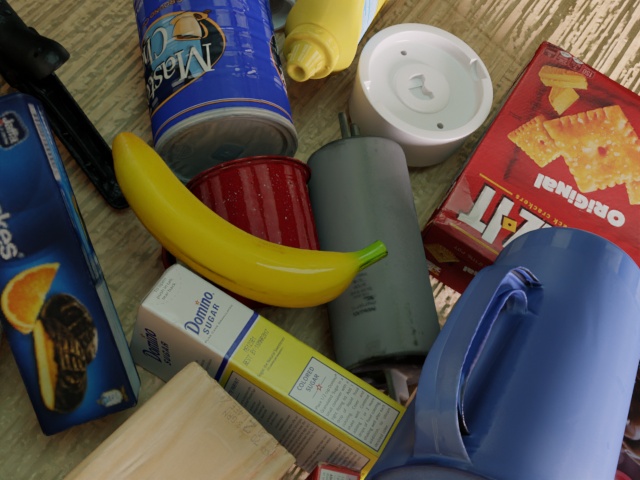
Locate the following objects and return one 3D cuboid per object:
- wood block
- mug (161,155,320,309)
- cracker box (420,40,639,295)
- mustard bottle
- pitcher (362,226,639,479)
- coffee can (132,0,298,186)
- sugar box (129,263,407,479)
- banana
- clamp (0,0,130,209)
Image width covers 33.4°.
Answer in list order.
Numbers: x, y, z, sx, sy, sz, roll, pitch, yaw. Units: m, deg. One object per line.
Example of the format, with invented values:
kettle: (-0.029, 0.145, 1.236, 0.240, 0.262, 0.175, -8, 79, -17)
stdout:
wood block: (-0.121, 0.180, 0.619, 0.090, 0.091, 0.205, 42, 61, 9)
mug: (-0.055, 0.001, 0.739, 0.117, 0.093, 0.081, -16, 71, 9)
cracker box: (0.190, -0.033, 0.826, 0.164, 0.072, 0.213, 33, 60, 3)
mustard bottle: (0.018, -0.183, 0.826, 0.058, 0.096, 0.191, 26, 49, 3)
pitcher: (0.120, 0.091, 0.639, 0.145, 0.149, 0.242, 34, 45, 0)
coffee can: (-0.078, -0.122, 0.781, 0.102, 0.103, 0.140, -3, 64, -17)
sugar box: (-0.037, 0.091, 0.687, 0.176, 0.093, 0.048, 35, 59, 3)
banana: (-0.060, -0.005, 0.678, 0.198, 0.037, 0.069, 25, 53, 10)
clamp: (-0.206, -0.129, 0.733, 0.036, 0.164, 0.210, -37, 68, -14)
